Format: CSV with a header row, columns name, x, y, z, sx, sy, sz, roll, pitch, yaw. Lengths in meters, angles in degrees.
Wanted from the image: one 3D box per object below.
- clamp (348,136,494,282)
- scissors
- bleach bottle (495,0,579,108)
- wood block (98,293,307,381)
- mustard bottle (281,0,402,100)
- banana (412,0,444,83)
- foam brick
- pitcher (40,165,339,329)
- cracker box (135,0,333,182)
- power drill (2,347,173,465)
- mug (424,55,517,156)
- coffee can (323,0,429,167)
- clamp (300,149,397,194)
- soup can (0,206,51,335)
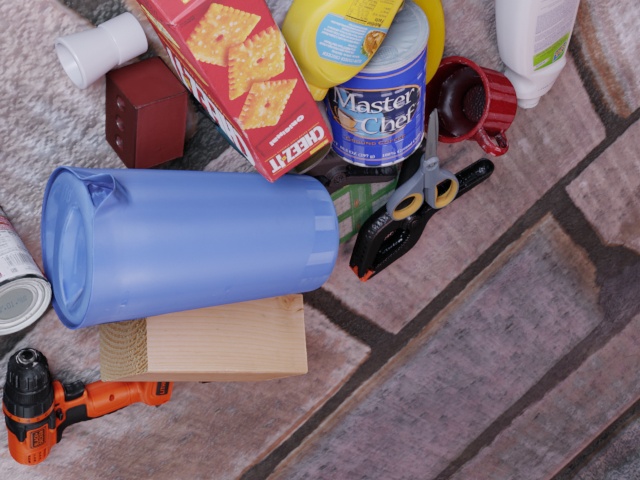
name,x,y,z,sx,sy,sz,roll,pitch,yaw
clamp,0.100,-0.038,1.271,0.210,0.036,0.164,-47,146,15
scissors,0.103,-0.074,1.161,0.096,0.016,0.201,-29,153,5
bleach bottle,0.232,-0.231,1.169,0.102,0.068,0.251,-31,151,-15
wood block,-0.122,0.100,1.126,0.205,0.091,0.090,6,164,-42
mustard bottle,0.020,-0.189,0.881,0.096,0.058,0.192,0,128,-50
banana,0.094,-0.209,1.066,0.069,0.037,0.198,-29,148,-19
foam brick,-0.150,-0.107,0.914,0.051,0.053,0.078,-22,144,-29
pitcher,-0.114,0.006,0.928,0.242,0.149,0.145,-3,97,-31
cracker box,-0.086,-0.161,0.804,0.072,0.164,0.213,-36,149,-4
power drill,-0.249,0.153,1.143,0.187,0.057,0.185,-18,147,-28
mug,0.169,-0.141,1.166,0.093,0.117,0.081,-43,157,30
coffee can,0.051,-0.153,1.026,0.102,0.103,0.140,-30,148,-17
clamp,0.016,-0.086,1.135,0.171,0.039,0.120,-22,141,-24
soup can,-0.276,0.021,0.891,0.068,0.102,0.068,-28,148,-20
